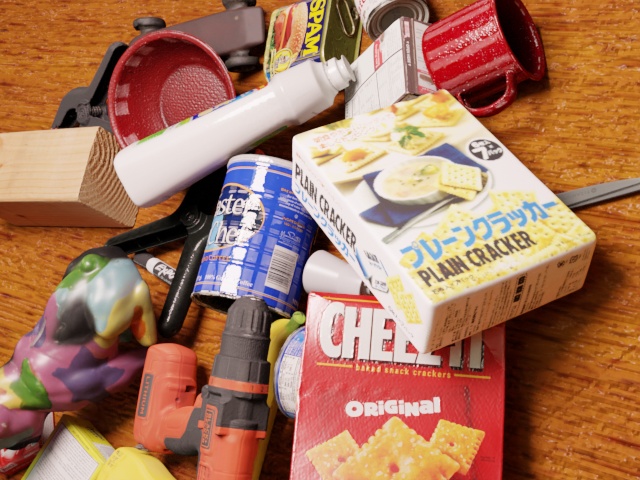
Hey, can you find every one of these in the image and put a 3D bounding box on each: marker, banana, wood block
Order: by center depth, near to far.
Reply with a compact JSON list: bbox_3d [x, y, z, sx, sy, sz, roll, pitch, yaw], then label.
[{"bbox_3d":[-0.057,0.154,0.984,0.037,0.069,0.198,16,92,-1],"label":"banana"},{"bbox_3d":[-0.162,0.037,1.141,0.121,0.020,0.020,27,87,41],"label":"marker"},{"bbox_3d":[-0.311,-0.071,1.253,0.206,0.090,0.090,1,71,36],"label":"wood block"}]

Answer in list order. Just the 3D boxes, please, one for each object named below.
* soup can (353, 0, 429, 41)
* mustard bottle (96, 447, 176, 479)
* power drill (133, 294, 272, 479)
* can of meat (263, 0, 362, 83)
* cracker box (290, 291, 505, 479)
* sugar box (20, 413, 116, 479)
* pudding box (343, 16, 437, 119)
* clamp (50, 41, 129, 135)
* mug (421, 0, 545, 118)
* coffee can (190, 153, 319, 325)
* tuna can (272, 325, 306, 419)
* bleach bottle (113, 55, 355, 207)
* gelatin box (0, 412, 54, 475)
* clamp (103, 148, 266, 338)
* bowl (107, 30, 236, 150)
[{"bbox_3d":[0.065,-0.255,1.076,0.069,0.068,0.102,-31,55,21],"label":"soup can"},{"bbox_3d":[-0.136,0.269,0.990,0.192,0.058,0.096,19,87,40],"label":"mustard bottle"},{"bbox_3d":[-0.107,0.138,0.977,0.188,0.057,0.184,-1,77,61],"label":"power drill"},{"bbox_3d":[-0.009,-0.205,1.114,0.084,0.057,0.102,-9,63,36],"label":"can of meat"},{"bbox_3d":[0.061,0.154,0.844,0.164,0.072,0.213,4,70,3],"label":"cracker box"},{"bbox_3d":[-0.277,0.279,1.099,0.093,0.048,0.176,35,95,41],"label":"sugar box"},{"bbox_3d":[0.064,-0.146,1.021,0.114,0.039,0.090,-39,47,53],"label":"pudding box"},{"bbox_3d":[-0.270,-0.164,1.277,0.172,0.039,0.120,-9,81,41],"label":"clamp"},{"bbox_3d":[0.146,-0.162,0.962,0.082,0.093,0.117,-22,59,32],"label":"mug"},{"bbox_3d":[-0.057,0.001,1.026,0.103,0.102,0.140,3,72,37],"label":"coffee can"},{"bbox_3d":[-0.002,0.120,0.944,0.034,0.086,0.086,8,75,36],"label":"tuna can"},{"bbox_3d":[-0.080,-0.116,1.070,0.251,0.102,0.068,-25,98,15],"label":"bleach bottle"},{"bbox_3d":[-0.331,0.205,1.181,0.073,0.030,0.089,-29,55,23],"label":"gelatin box"},{"bbox_3d":[-0.135,-0.017,1.122,0.210,0.036,0.165,-50,48,-3],"label":"clamp"},{"bbox_3d":[-0.151,-0.148,1.168,0.162,0.055,0.162,4,101,23],"label":"bowl"}]
